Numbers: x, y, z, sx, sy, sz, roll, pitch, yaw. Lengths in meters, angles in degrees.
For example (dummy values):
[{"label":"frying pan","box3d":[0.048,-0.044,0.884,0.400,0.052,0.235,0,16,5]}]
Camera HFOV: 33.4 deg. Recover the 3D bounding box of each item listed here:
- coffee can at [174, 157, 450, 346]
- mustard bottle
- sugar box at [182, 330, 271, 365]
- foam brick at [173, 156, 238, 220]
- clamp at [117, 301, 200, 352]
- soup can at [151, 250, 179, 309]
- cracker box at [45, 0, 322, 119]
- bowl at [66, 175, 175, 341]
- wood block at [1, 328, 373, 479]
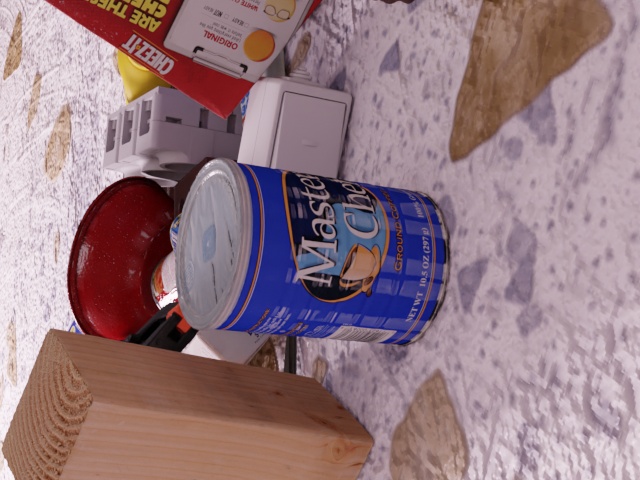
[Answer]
[{"label":"coffee can","box3d":[-0.006,0.010,0.660,0.103,0.140,0.103,-25,62,59]},{"label":"mustard bottle","box3d":[-0.165,-0.170,1.033,0.192,0.058,0.096,149,127,-82]},{"label":"sugar box","box3d":[-0.090,0.103,0.852,0.048,0.093,0.176,44,137,1]},{"label":"foam brick","box3d":[-0.090,-0.033,0.927,0.078,0.051,0.053,-33,55,56]},{"label":"clamp","box3d":[-0.156,0.107,0.880,0.172,0.039,0.120,-38,24,47]},{"label":"soup can","box3d":[-0.094,0.025,0.903,0.102,0.068,0.068,-34,54,54]},{"label":"cracker box","box3d":[-0.070,-0.218,0.746,0.214,0.164,0.072,-49,34,14]},{"label":"bowl","box3d":[-0.157,0.024,0.976,0.055,0.161,0.162,10,93,28]},{"label":"wood block","box3d":[-0.083,0.130,0.685,0.090,0.205,0.091,39,109,52]}]
